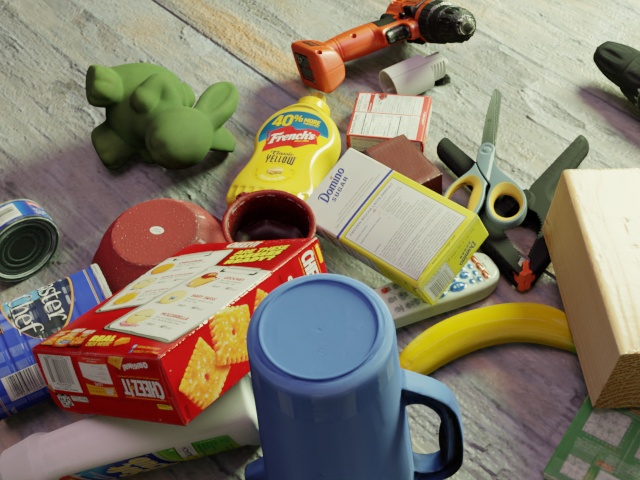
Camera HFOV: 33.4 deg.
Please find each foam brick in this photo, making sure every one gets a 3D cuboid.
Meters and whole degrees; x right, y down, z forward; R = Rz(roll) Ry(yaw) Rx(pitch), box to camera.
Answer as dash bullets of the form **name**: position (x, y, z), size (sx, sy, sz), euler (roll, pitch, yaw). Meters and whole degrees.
- **foam brick**: position (0.088, -0.066, 1.145), size (0.051, 0.053, 0.078), euler (-27, 52, -16)

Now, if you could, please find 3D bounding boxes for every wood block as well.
- **wood block**: position (0.276, 0.040, 0.972), size (0.090, 0.091, 0.206), euler (-2, 51, -5)

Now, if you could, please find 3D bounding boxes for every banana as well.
- **banana**: position (0.159, 0.093, 1.007), size (0.198, 0.037, 0.069), euler (-7, 48, 1)

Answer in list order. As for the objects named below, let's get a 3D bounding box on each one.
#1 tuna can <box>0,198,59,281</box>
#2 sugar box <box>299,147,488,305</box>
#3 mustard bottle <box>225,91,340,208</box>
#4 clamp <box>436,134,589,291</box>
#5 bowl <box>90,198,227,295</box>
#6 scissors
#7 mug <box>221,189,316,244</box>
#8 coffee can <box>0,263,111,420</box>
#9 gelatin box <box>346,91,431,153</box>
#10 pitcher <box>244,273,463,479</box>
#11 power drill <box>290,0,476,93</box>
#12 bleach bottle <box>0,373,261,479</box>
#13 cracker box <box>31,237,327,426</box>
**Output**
- **tuna can**: position (-0.318, 0.001, 1.116), size (0.086, 0.086, 0.034), euler (-34, 55, -21)
- **sugar box**: position (0.068, -0.017, 1.058), size (0.176, 0.048, 0.093), euler (32, 79, 41)
- **mustard bottle**: position (-0.029, -0.096, 1.182), size (0.096, 0.058, 0.191), euler (6, 50, 19)
- **clamp**: position (0.196, -0.038, 1.117), size (0.165, 0.036, 0.210), euler (4, 50, 11)
- **bowl**: position (-0.167, 0.008, 1.111), size (0.162, 0.055, 0.162), euler (-3, 49, 4)
- **scissors**: position (0.190, -0.082, 1.118), size (0.096, 0.016, 0.201), euler (17, 58, 25)
- **mug**: position (-0.057, 0.001, 1.079), size (0.093, 0.081, 0.117), euler (-23, 54, -19)
- **coffee can**: position (-0.258, 0.096, 1.014), size (0.140, 0.103, 0.103), euler (-24, 50, -13)
- **gelatin box**: position (0.079, -0.133, 1.219), size (0.089, 0.030, 0.073), euler (5, 51, 12)
- **pitcher**: position (0.020, 0.137, 0.849), size (0.149, 0.243, 0.145), euler (-38, 57, -23)
- **power drill**: position (0.072, -0.233, 1.253), size (0.187, 0.057, 0.185), euler (-23, 21, -13)
- **bleach bottle**: position (-0.177, 0.180, 0.945), size (0.251, 0.102, 0.068), euler (-18, 68, 0)
- **cracker box**: position (-0.114, 0.074, 0.931), size (0.164, 0.072, 0.213), euler (-2, 23, 39)
